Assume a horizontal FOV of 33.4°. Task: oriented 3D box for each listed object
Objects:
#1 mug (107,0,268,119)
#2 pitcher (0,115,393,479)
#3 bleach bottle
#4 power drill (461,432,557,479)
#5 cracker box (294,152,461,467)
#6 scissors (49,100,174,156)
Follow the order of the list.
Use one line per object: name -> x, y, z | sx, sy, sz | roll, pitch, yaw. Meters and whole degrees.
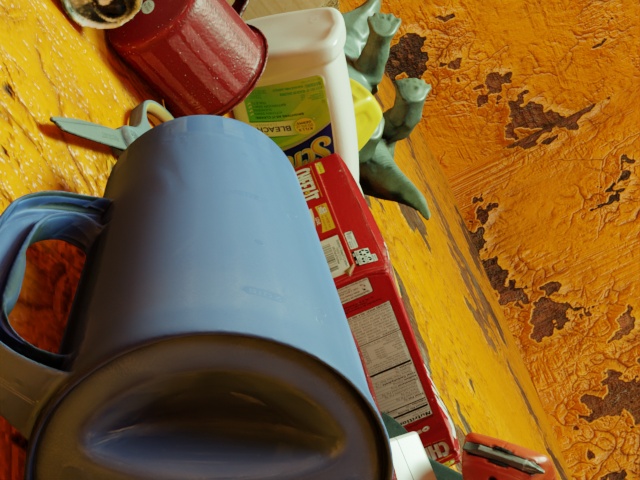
mug -> -0.091, -0.153, 0.764 | 0.093, 0.117, 0.081 | 21, -16, 42
pitcher -> -0.060, 0.030, 0.479 | 0.243, 0.145, 0.149 | -103, 178, -61
bleach bottle -> -0.007, -0.064, 0.888 | 0.068, 0.103, 0.251 | -84, 163, -49
power drill -> 0.095, 0.227, 0.660 | 0.184, 0.057, 0.187 | 63, 45, -58
cracker box -> 0.035, 0.063, 0.839 | 0.164, 0.072, 0.213 | -110, 178, -55
scissors -> -0.110, -0.045, 0.665 | 0.096, 0.016, 0.201 | 62, 11, -9
